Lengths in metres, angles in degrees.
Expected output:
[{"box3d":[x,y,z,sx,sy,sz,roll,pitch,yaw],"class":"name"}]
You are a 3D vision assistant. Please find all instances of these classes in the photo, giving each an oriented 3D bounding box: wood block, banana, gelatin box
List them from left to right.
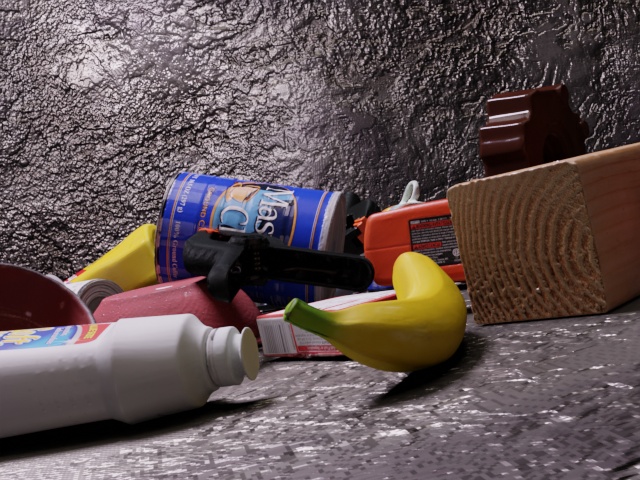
[{"box3d":[0.014,0.053,0.680,0.073,0.030,0.089,-12,2,-38],"class":"gelatin box"},{"box3d":[0.047,0.036,0.570,0.037,0.070,0.197,-52,-13,16],"class":"banana"},{"box3d":[0.182,-0.013,0.702,0.091,0.090,0.205,-11,3,40],"class":"wood block"}]

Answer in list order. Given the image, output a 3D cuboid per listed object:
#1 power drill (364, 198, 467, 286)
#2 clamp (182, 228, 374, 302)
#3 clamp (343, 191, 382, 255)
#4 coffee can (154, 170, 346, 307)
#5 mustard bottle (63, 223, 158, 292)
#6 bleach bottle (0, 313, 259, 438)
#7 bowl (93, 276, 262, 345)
[{"box3d":[0.102,0.004,0.814,0.185,0.057,0.187,-11,-5,25],"class":"power drill"},{"box3d":[-0.040,0.015,0.771,0.120,0.039,0.172,4,9,-21],"class":"clamp"},{"box3d":[0.018,-0.008,1.102,0.164,0.036,0.210,-46,11,-23],"class":"clamp"},{"box3d":[-0.056,0.001,0.892,0.140,0.103,0.102,8,6,9],"class":"coffee can"},{"box3d":[-0.235,0.057,1.071,0.191,0.058,0.096,-33,7,5],"class":"mustard bottle"},{"box3d":[-0.154,0.077,0.593,0.251,0.068,0.102,-9,3,14],"class":"bleach bottle"},{"box3d":[-0.116,0.062,0.813,0.162,0.055,0.162,-11,2,0],"class":"bowl"}]
